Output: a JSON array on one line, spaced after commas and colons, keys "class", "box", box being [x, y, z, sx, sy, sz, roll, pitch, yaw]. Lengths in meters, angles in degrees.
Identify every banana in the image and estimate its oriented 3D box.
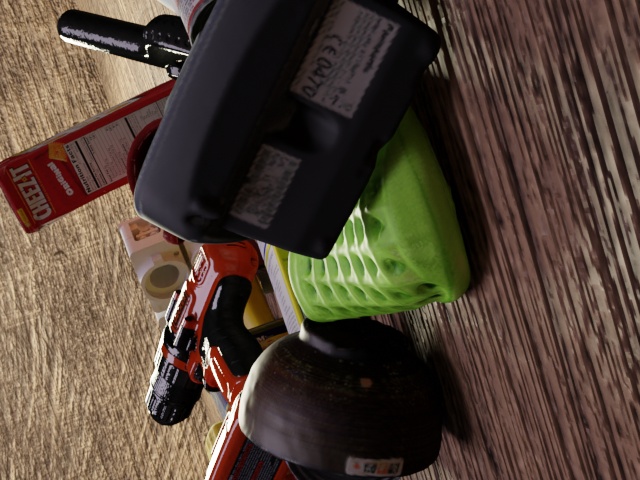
[{"class": "banana", "box": [-0.082, 0.014, 1.000, 0.070, 0.037, 0.198, 160, 94, -75]}]

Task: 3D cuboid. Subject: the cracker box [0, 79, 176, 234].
[{"class": "cracker box", "box": [-0.195, -0.087, 1.009, 0.072, 0.213, 0.164, 65, 169, -12]}]

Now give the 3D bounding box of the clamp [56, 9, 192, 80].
[{"class": "clamp", "box": [-0.085, -0.126, 0.773, 0.210, 0.164, 0.036, 14, 82, 56]}]

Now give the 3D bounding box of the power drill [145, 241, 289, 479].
[{"class": "power drill", "box": [-0.078, 0.114, 0.801, 0.185, 0.057, 0.188, -67, 32, 28]}]

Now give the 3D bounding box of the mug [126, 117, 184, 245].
[{"class": "mug", "box": [-0.107, -0.052, 0.899, 0.081, 0.093, 0.117, -43, -31, -71]}]
